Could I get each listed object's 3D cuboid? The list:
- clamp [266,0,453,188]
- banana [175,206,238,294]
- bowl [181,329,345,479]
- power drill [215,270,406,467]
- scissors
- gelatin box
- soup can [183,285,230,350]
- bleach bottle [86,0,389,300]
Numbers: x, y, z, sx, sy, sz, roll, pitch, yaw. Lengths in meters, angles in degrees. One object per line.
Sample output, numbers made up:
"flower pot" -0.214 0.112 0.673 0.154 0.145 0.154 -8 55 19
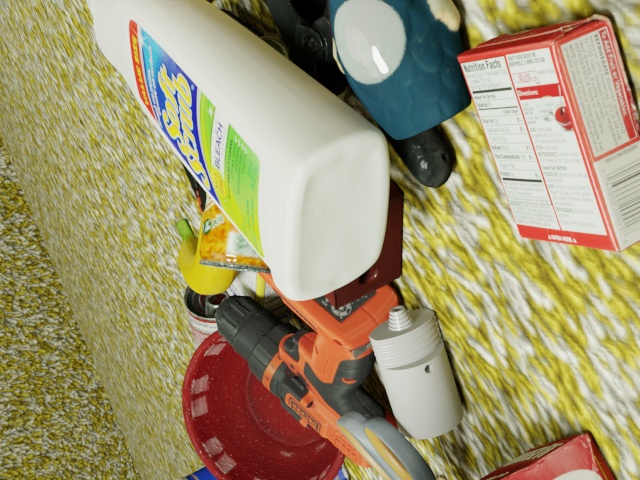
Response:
"clamp" 0.015 -0.102 0.566 0.120 0.039 0.171 12 124 39
"banana" -0.092 0.010 0.856 0.069 0.037 0.198 62 163 -4
"bowl" -0.038 0.142 0.919 0.162 0.055 0.162 5 102 25
"power drill" -0.011 0.066 0.780 0.185 0.057 0.188 38 153 22
"scissors" 0.086 0.181 0.689 0.202 0.016 0.096 43 163 15
"gelatin box" 0.098 -0.043 0.435 0.073 0.030 0.089 12 124 69
"soup can" -0.093 0.087 1.053 0.069 0.068 0.102 48 155 42
"bleach bottle" -0.062 -0.079 0.603 0.251 0.068 0.102 43 146 37
